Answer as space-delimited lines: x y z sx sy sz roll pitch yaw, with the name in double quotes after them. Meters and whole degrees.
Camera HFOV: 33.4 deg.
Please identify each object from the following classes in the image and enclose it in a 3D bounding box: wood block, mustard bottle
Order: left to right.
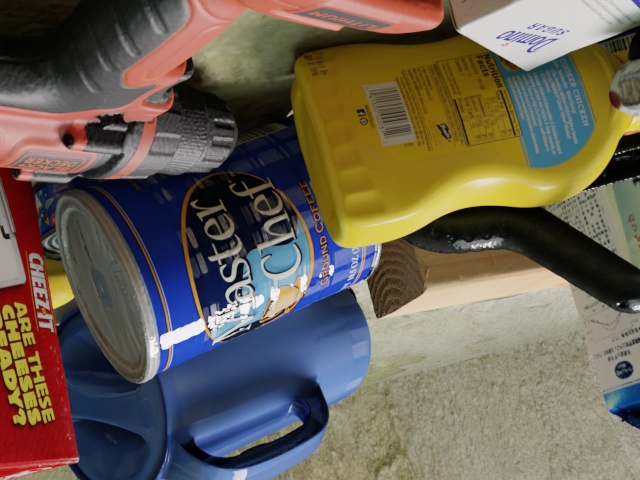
0.087 -0.061 0.525 0.191 0.096 0.058 -12 158 -10 "mustard bottle"
0.141 -0.006 0.842 0.205 0.091 0.090 -8 166 -24 "wood block"

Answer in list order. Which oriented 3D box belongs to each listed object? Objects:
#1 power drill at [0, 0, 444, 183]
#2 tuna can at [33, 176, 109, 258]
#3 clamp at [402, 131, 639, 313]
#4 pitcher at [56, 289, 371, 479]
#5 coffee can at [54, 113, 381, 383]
-0.049 -0.073 0.418 0.188 0.057 0.184 -24 167 34 "power drill"
-0.126 -0.018 0.629 0.086 0.034 0.086 -13 168 -3 "tuna can"
0.098 -0.015 0.552 0.171 0.120 0.039 1 130 10 "clamp"
-0.066 0.101 0.793 0.145 0.149 0.242 -24 172 41 "pitcher"
-0.054 0.001 0.564 0.140 0.103 0.103 -23 173 -27 "coffee can"
